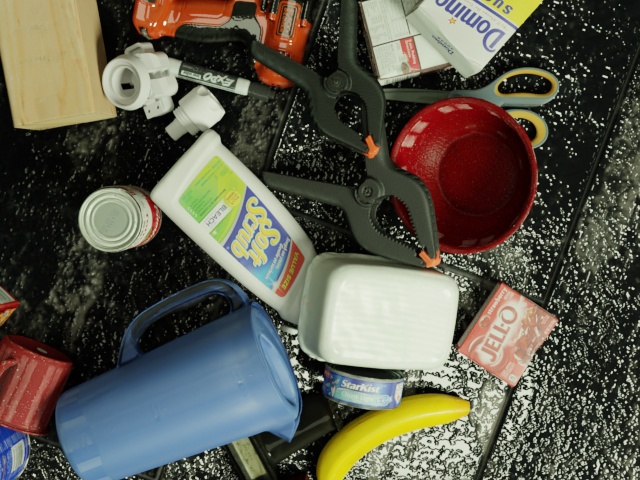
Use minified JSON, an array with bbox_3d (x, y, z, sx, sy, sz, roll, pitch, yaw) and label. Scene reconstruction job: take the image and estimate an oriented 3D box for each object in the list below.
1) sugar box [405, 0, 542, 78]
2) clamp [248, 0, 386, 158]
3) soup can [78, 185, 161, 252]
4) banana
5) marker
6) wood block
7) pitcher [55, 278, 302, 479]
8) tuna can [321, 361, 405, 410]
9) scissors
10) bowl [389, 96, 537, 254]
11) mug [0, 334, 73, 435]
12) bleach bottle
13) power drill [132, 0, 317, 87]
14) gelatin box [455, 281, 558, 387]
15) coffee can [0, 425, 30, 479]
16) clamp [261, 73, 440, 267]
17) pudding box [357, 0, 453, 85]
[{"bbox_3d":[0.179,-0.261,1.092,0.093,0.048,0.176,43,77,-9],"label":"sugar box"},{"bbox_3d":[0.021,-0.168,1.082,0.120,0.039,0.171,-38,88,7],"label":"clamp"},{"bbox_3d":[-0.210,-0.024,1.122,0.068,0.102,0.068,0,93,2],"label":"soup can"},{"bbox_3d":[0.066,0.213,1.160,0.198,0.037,0.069,-36,117,7],"label":"banana"},{"bbox_3d":[-0.108,-0.173,1.150,0.121,0.020,0.020,15,94,2],"label":"marker"},{"bbox_3d":[-0.285,-0.226,1.120,0.090,0.091,0.206,-9,93,4],"label":"wood block"},{"bbox_3d":[-0.153,0.157,1.123,0.243,0.149,0.145,-22,134,7],"label":"pitcher"},{"bbox_3d":[0.045,0.152,1.130,0.086,0.086,0.034,9,95,2],"label":"tuna can"},{"bbox_3d":[0.157,-0.133,1.142,0.202,0.016,0.096,-11,93,3],"label":"scissors"},{"bbox_3d":[0.154,-0.068,1.110,0.162,0.055,0.162,3,96,28],"label":"bowl"},{"bbox_3d":[-0.321,0.151,1.135,0.093,0.117,0.081,24,89,20],"label":"mug"},{"bbox_3d":[-0.057,0.001,1.138,0.251,0.068,0.102,42,85,-4],"label":"bleach bottle"},{"bbox_3d":[-0.094,-0.267,1.125,0.187,0.057,0.184,12,91,3],"label":"power drill"},{"bbox_3d":[0.199,0.100,1.147,0.073,0.030,0.089,33,94,0],"label":"gelatin box"},{"bbox_3d":[-0.378,0.234,1.126,0.103,0.140,0.103,0,94,2],"label":"coffee can"},{"bbox_3d":[0.057,-0.061,1.109,0.210,0.036,0.165,43,106,14],"label":"clamp"},{"bbox_3d":[0.103,-0.221,1.128,0.113,0.039,0.090,-14,90,1],"label":"pudding box"}]
